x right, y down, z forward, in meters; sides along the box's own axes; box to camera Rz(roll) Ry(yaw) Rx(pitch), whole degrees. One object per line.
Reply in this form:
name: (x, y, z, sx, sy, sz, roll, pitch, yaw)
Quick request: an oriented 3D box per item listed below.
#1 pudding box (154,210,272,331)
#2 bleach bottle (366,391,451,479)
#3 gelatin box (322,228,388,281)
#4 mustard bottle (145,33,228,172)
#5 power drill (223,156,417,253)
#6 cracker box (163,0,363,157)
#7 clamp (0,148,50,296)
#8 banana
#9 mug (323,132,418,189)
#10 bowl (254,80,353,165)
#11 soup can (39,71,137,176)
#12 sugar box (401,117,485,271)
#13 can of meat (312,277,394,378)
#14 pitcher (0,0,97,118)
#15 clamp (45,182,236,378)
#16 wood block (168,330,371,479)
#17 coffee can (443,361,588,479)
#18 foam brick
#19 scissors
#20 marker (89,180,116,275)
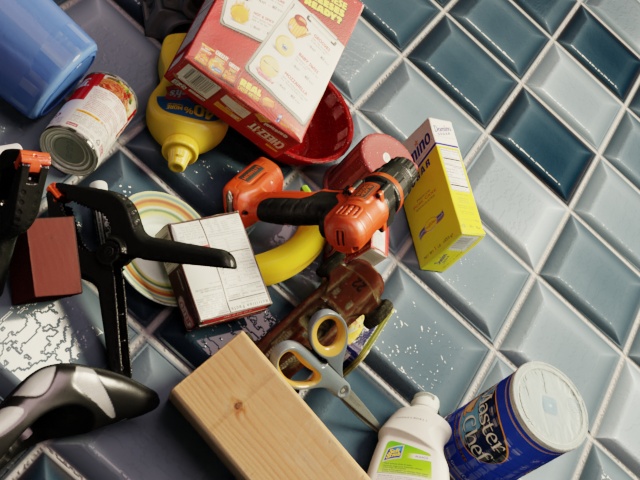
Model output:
pudding box: (-0.112, 0.031, 1.118, 0.089, 0.039, 0.113, -11, 76, -35)
bleach bottle: (0.094, 0.262, 1.097, 0.103, 0.068, 0.250, 7, 44, 14)
gelatin box: (0.040, 0.004, 1.240, 0.030, 0.089, 0.073, 30, 45, -28)
mustard bottle: (-0.152, -0.156, 1.240, 0.096, 0.058, 0.191, 13, 52, -9)
power drill: (0.000, -0.053, 1.197, 0.184, 0.188, 0.057, -45, 134, -52)
cracker box: (-0.063, -0.229, 1.229, 0.164, 0.072, 0.213, 34, 61, -21)
clamp: (-0.289, -0.021, 0.979, 0.039, 0.172, 0.120, -5, 71, -35)
banana: (-0.041, 0.008, 1.222, 0.070, 0.037, 0.197, 30, 42, 12)
mug: (0.073, -0.079, 1.329, 0.117, 0.082, 0.093, -1, 60, -36)
bowl: (-0.041, -0.149, 1.318, 0.162, 0.055, 0.162, 18, 51, -24)
soup can: (-0.248, -0.125, 1.145, 0.068, 0.069, 0.102, 34, 47, -11)
sugar box: (0.147, -0.059, 1.360, 0.048, 0.093, 0.176, 5, 56, -33)
can of meat: (0.022, 0.089, 1.191, 0.084, 0.058, 0.102, 40, 45, -3)
pitcher: (-0.362, -0.236, 1.108, 0.242, 0.149, 0.145, 41, 6, -8)
clamp: (-0.192, 0.010, 1.058, 0.210, 0.164, 0.036, 52, 4, 17)
wood block: (-0.044, 0.197, 1.023, 0.090, 0.090, 0.206, -40, 86, -15)
coffee can: (0.209, 0.209, 1.178, 0.102, 0.141, 0.103, 19, 50, -24)
foam brick: (-0.265, 0.019, 1.024, 0.051, 0.053, 0.078, -3, 83, -40)
scissors: (0.026, 0.134, 1.102, 0.201, 0.096, 0.016, 31, 3, -44)
marker: (-0.224, -0.007, 1.112, 0.020, 0.020, 0.121, 5, 57, -33)
